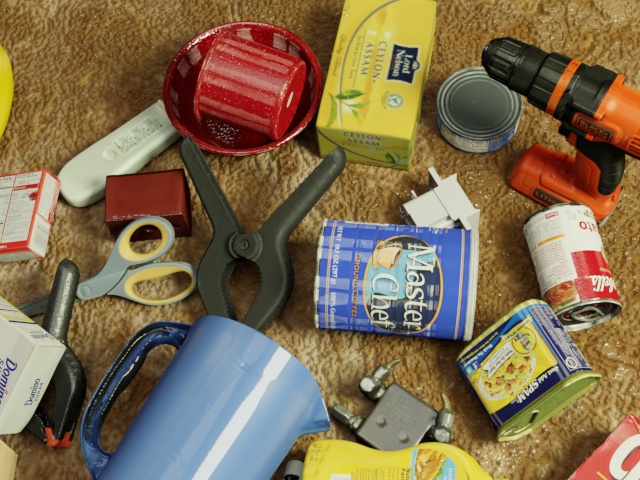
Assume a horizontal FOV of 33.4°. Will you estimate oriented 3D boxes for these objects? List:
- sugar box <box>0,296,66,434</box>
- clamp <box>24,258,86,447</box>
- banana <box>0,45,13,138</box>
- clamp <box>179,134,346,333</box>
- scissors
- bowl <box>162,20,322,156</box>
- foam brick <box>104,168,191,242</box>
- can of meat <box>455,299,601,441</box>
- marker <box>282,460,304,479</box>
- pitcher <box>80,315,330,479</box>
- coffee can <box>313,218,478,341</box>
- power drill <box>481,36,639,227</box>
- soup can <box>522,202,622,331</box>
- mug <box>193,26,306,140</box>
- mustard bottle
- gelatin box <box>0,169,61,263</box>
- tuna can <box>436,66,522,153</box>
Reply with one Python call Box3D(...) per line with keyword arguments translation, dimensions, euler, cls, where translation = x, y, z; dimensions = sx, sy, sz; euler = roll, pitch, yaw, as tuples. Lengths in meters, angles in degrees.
Box3D(translation=(-0.318, 0.091, 0.969), dimensions=(0.176, 0.048, 0.093), euler=(32, 98, 24), cls="sugar box")
Box3D(translation=(-0.269, 0.111, 0.987), dimensions=(0.120, 0.039, 0.171), euler=(-17, 69, 21), cls="clamp")
Box3D(translation=(-0.359, -0.127, 1.110), dimensions=(0.070, 0.037, 0.197), euler=(15, 66, 9), cls="banana")
Box3D(translation=(-0.057, 0.001, 0.994), dimensions=(0.165, 0.036, 0.210), euler=(-1, 82, 17), cls="clamp")
Box3D(translation=(-0.217, 0.028, 1.016), dimensions=(0.202, 0.016, 0.096), euler=(-3, 103, 1), cls="scissors")
Box3D(translation=(-0.077, -0.144, 1.090), dimensions=(0.162, 0.055, 0.162), euler=(-1, 65, 3), cls="bowl")
Box3D(translation=(-0.167, -0.033, 1.045), dimensions=(0.078, 0.053, 0.051), euler=(-6, 64, 2), cls="foam brick")
Box3D(translation=(0.178, 0.113, 0.934), dimensions=(0.102, 0.057, 0.084), euler=(-43, 61, 24), cls="can of meat")
Box3D(translation=(-0.031, 0.240, 0.901), dimensions=(0.020, 0.020, 0.121), euler=(8, 43, 7), cls="marker")
Box3D(translation=(-0.120, 0.186, 0.880), dimensions=(0.149, 0.145, 0.242), euler=(0, 47, 49), cls="pitcher")
Box3D(translation=(0.069, 0.036, 0.969), dimensions=(0.140, 0.103, 0.103), euler=(4, 65, 6), cls="coffee can")
Box3D(translation=(0.223, -0.096, 0.976), dimensions=(0.184, 0.187, 0.057), euler=(31, 72, 15), cls="power drill")
Box3D(translation=(0.230, 0.024, 0.984), dimensions=(0.068, 0.068, 0.102), euler=(-9, 64, -1), cls="soup can")
Box3D(translation=(-0.061, -0.150, 1.020), dimensions=(0.081, 0.093, 0.117), euler=(20, 30, 7), cls="mug")
Box3D(translation=(0.081, 0.216, 0.885), dimensions=(0.192, 0.058, 0.096), euler=(-2, 67, 17), cls="mustard bottle")
Box3D(translation=(-0.300, -0.023, 1.051), dimensions=(0.073, 0.030, 0.089), euler=(-6, 62, 23), cls="gelatin box")
Box3D(translation=(0.160, -0.131, 1.081), dimensions=(0.086, 0.034, 0.086), euler=(-2, 65, 3), cls="tuna can")
